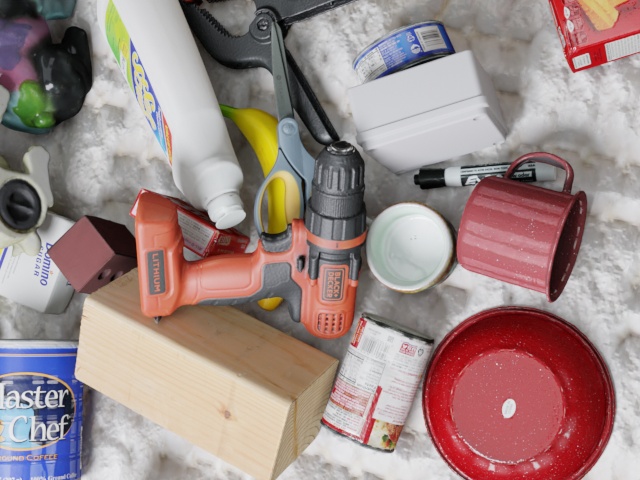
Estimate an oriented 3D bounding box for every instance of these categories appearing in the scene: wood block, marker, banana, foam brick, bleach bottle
[{"bbox_3d":[-0.102,0.112,0.928,0.206,0.090,0.091,25,121,19],"label":"wood block"},{"bbox_3d":[0.139,-0.056,0.913,0.121,0.020,0.020,-4,84,18],"label":"marker"},{"bbox_3d":[-0.042,-0.038,0.965,0.070,0.037,0.198,-17,80,23],"label":"banana"},{"bbox_3d":[-0.203,0.015,0.993,0.053,0.078,0.051,-43,72,10],"label":"foam brick"},{"bbox_3d":[-0.127,-0.126,0.953,0.068,0.103,0.251,-18,68,-22],"label":"bleach bottle"}]

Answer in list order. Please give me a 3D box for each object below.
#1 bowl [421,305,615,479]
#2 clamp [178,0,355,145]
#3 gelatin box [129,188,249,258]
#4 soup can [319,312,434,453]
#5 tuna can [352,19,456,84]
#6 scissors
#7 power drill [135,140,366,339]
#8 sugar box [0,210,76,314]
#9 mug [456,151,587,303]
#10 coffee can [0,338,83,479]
[{"bbox_3d":[0.156,0.134,0.872,0.162,0.055,0.162,-2,85,19],"label":"bowl"},{"bbox_3d":[-0.044,-0.184,0.978,0.210,0.036,0.164,16,94,20],"label":"clamp"},{"bbox_3d":[-0.117,-0.013,0.968,0.089,0.073,0.030,28,95,19],"label":"gelatin box"},{"bbox_3d":[0.048,0.119,0.903,0.069,0.068,0.102,21,92,19],"label":"soup can"},{"bbox_3d":[0.072,-0.151,0.909,0.086,0.086,0.034,-26,79,15],"label":"tuna can"},{"bbox_3d":[-0.010,-0.087,0.937,0.096,0.016,0.202,9,84,-9],"label":"scissors"},{"bbox_3d":[-0.056,0.001,0.878,0.187,0.057,0.184,2,121,-3],"label":"power drill"},{"bbox_3d":[-0.317,0.001,1.050,0.176,0.048,0.093,21,91,16],"label":"sugar box"},{"bbox_3d":[0.166,-0.016,0.866,0.082,0.093,0.117,17,87,24],"label":"mug"},{"bbox_3d":[-0.272,0.162,0.990,0.103,0.102,0.140,-1,85,19],"label":"coffee can"}]
